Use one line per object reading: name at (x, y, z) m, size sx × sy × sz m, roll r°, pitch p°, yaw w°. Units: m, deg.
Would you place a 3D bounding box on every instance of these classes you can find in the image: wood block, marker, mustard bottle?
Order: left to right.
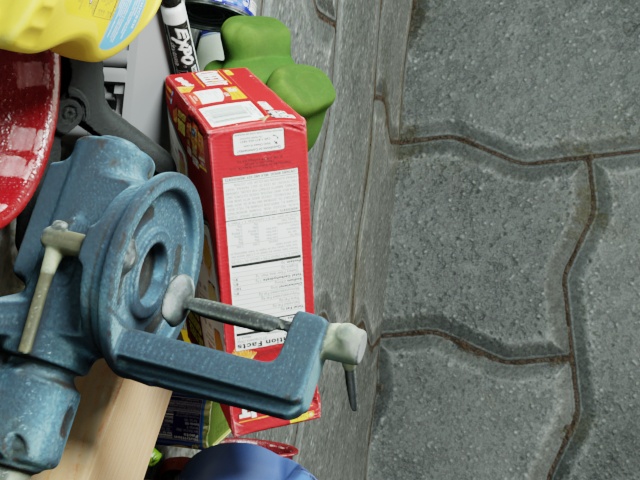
wood block at (-0.165, 0.124, 0.703) m, size 0.091 × 0.090 × 0.206 m, roll 82°, pitch 17°, yaw -48°
mustard bottle at (-0.126, -0.144, 0.564) m, size 0.191 × 0.058 × 0.096 m, roll -30°, pitch 133°, yaw -78°
marker at (-0.101, -0.145, 0.766) m, size 0.121 × 0.020 × 0.020 m, roll 83°, pitch 16°, yaw -48°

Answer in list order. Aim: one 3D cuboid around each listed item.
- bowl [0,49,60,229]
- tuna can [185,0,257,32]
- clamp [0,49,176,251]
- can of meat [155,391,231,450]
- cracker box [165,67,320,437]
bowl at (-0.192, -0.086, 0.552) m, size 0.162 × 0.055 × 0.162 m, roll 5°, pitch 90°, yaw -79°
tuna can at (-0.097, -0.209, 0.925) m, size 0.086 × 0.086 × 0.034 m, roll 35°, pitch 62°, yaw -78°
clamp at (-0.154, -0.080, 0.668) m, size 0.120 × 0.039 × 0.171 m, roll -31°, pitch 125°, yaw -37°
can of meat at (-0.124, 0.148, 0.944) m, size 0.102 × 0.084 × 0.057 m, roll -24°, pitch 119°, yaw -78°
cracker box at (-0.055, 0.001, 0.746) m, size 0.164 × 0.072 × 0.214 m, roll -131°, pitch -145°, yaw -63°
